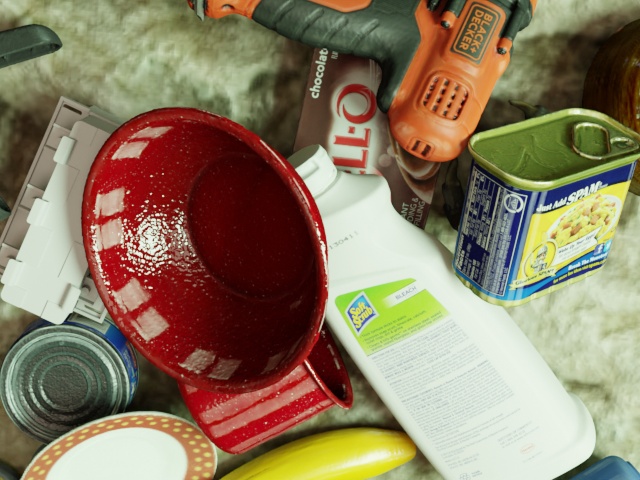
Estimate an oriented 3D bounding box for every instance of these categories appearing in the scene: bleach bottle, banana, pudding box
[{"bbox_3d":[0.063,0.046,0.643,0.103,0.068,0.250,-30,111,14],"label":"bleach bottle"},{"bbox_3d":[-0.031,0.172,0.710,0.198,0.037,0.069,-36,128,10],"label":"banana"},{"bbox_3d":[0.030,-0.063,0.653,0.090,0.039,0.113,11,103,-3],"label":"pudding box"}]

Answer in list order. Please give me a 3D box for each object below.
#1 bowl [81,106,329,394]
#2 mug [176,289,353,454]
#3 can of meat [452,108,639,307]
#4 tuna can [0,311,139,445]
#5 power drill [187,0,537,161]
[{"bbox_3d":[-0.054,0.001,0.591,0.162,0.055,0.162,11,112,27],"label":"bowl"},{"bbox_3d":[-0.043,0.069,0.661,0.081,0.093,0.117,-29,87,10],"label":"mug"},{"bbox_3d":[0.125,-0.019,0.598,0.101,0.058,0.084,-18,130,-31],"label":"can of meat"},{"bbox_3d":[-0.162,0.089,0.689,0.086,0.034,0.086,0,103,-1],"label":"tuna can"},{"bbox_3d":[0.031,-0.157,0.605,0.187,0.057,0.184,25,72,2],"label":"power drill"}]
